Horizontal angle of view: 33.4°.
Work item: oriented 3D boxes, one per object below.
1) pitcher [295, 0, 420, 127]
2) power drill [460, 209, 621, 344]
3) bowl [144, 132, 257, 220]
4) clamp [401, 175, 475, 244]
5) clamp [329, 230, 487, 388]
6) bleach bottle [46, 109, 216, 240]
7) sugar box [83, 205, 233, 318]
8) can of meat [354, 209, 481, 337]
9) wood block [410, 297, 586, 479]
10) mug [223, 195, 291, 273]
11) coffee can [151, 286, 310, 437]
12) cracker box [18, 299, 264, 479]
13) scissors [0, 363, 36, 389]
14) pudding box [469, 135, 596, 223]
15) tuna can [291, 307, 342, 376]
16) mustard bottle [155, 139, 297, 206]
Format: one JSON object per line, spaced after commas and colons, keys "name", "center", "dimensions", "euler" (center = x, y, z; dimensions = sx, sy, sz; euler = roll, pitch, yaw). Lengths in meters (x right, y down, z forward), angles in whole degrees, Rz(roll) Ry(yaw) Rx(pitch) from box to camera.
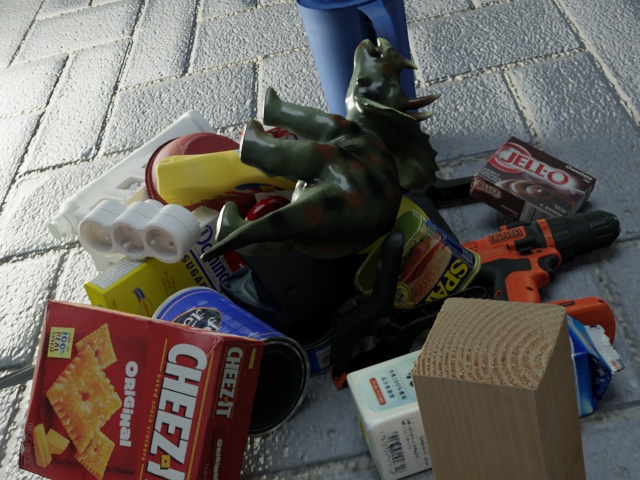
{"name": "pitcher", "center": [0.062, -0.212, 1.356], "dimensions": [0.145, 0.243, 0.149], "euler": [2, 35, 26]}
{"name": "power drill", "center": [0.230, 0.041, 1.064], "dimensions": [0.184, 0.057, 0.187], "euler": [-17, 28, 5]}
{"name": "bowl", "center": [-0.133, -0.079, 1.322], "dimensions": [0.162, 0.055, 0.162], "euler": [13, 54, -19]}
{"name": "clamp", "center": [0.134, -0.054, 1.272], "dimensions": [0.164, 0.036, 0.210], "euler": [-36, 37, -30]}
{"name": "clamp", "center": [0.061, 0.070, 1.018], "dimensions": [0.172, 0.120, 0.039], "euler": [-41, 19, 14]}
{"name": "bleach bottle", "center": [-0.257, -0.080, 1.437], "dimensions": [0.250, 0.068, 0.103], "euler": [-38, 2, -30]}
{"name": "sugar box", "center": [-0.172, 0.044, 1.196], "dimensions": [0.176, 0.093, 0.048], "euler": [-36, 38, -29]}
{"name": "can of meat", "center": [0.096, 0.031, 1.064], "dimensions": [0.102, 0.083, 0.057], "euler": [-53, 25, 2]}
{"name": "wood block", "center": [0.138, 0.152, 0.783], "dimensions": [0.091, 0.206, 0.090], "euler": [3, 36, 26]}
{"name": "mug", "center": [-0.058, 0.001, 1.198], "dimensions": [0.081, 0.117, 0.093], "euler": [-38, 54, -25]}
{"name": "coffee can", "center": [-0.092, 0.116, 1.040], "dimensions": [0.102, 0.103, 0.141], "euler": [-32, 36, -26]}
{"name": "cracker box", "center": [-0.167, 0.150, 0.960], "dimensions": [0.214, 0.164, 0.072], "euler": [8, -3, 34]}
{"name": "scissors", "center": [-0.278, 0.149, 1.138], "dimensions": [0.202, 0.096, 0.016], "euler": [-36, -13, 17]}
{"name": "pudding box", "center": [0.238, -0.061, 1.199], "dimensions": [0.113, 0.039, 0.089], "euler": [32, 51, 18]}
{"name": "tuna can", "center": [-0.015, 0.100, 1.096], "dimensions": [0.086, 0.034, 0.086], "euler": [-11, 32, 7]}
{"name": "mustard bottle", "center": [-0.081, -0.078, 1.201], "dimensions": [0.192, 0.058, 0.096], "euler": [-7, -3, 16]}
